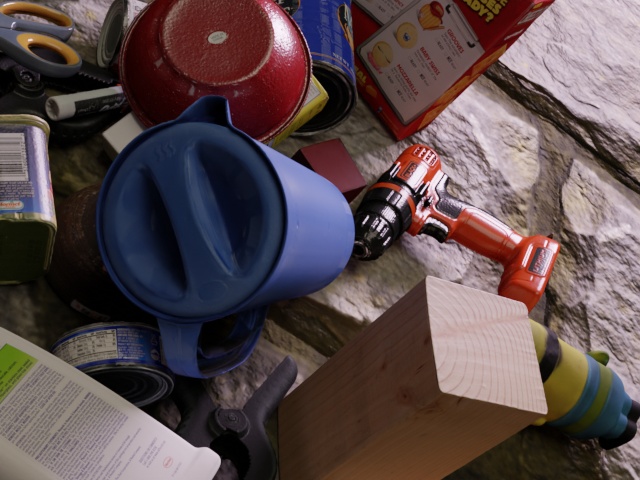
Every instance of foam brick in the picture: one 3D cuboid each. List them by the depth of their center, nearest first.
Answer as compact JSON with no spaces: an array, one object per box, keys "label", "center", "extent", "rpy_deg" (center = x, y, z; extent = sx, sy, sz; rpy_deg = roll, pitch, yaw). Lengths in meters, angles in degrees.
[{"label":"foam brick","center":[-0.007,-0.045,0.949],"extent":[0.051,0.078,0.053],"rpy_deg":[-18,71,-45]}]

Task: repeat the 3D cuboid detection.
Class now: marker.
[{"label":"marker","center":[-0.172,-0.117,0.877],"extent":[0.120,0.020,0.020],"rpy_deg":[-21,73,-48]}]

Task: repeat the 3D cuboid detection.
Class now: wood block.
[{"label":"wood block","center":[0.057,0.122,0.779],"extent":[0.090,0.206,0.090],"rpy_deg":[16,50,-26]}]

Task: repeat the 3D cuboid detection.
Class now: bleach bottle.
[{"label":"bleach bottle","center":[-0.189,0.103,0.662],"extent":[0.251,0.068,0.102],"rpy_deg":[38,40,-4]}]

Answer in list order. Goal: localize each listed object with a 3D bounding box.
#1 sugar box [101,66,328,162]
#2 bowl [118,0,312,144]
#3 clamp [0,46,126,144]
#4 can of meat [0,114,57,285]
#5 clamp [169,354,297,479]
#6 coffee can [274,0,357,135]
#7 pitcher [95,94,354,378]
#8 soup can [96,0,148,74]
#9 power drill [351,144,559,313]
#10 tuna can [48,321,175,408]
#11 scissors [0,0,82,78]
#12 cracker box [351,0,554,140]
[{"label":"sugar box","center":[-0.088,-0.100,0.903],"extent":[0.176,0.048,0.093],"rpy_deg":[-39,85,-15]},{"label":"bowl","center":[-0.084,-0.154,0.866],"extent":[0.162,0.055,0.162],"rpy_deg":[2,71,-6]},{"label":"clamp","center":[-0.250,-0.128,0.861],"extent":[0.209,0.036,0.164],"rpy_deg":[-11,63,-44]},{"label":"can of meat","center":[-0.221,-0.027,0.760],"extent":[0.057,0.102,0.084],"rpy_deg":[-3,62,-20]},{"label":"clamp","center":[-0.062,0.137,0.780],"extent":[0.120,0.039,0.171],"rpy_deg":[3,46,-20]},{"label":"coffee can","center":[-0.018,-0.187,1.029],"extent":[0.102,0.103,0.140],"rpy_deg":[18,50,-25]},{"label":"pitcher","center":[-0.055,0.001,0.791],"extent":[0.145,0.149,0.242],"rpy_deg":[52,11,12]},{"label":"soup can","center":[-0.140,-0.171,0.952],"extent":[0.102,0.069,0.068],"rpy_deg":[13,52,-28]},{"label":"power drill","center":[0.125,0.000,1.008],"extent":[0.187,0.057,0.184],"rpy_deg":[35,41,3]},{"label":"tuna can","center":[-0.144,0.090,0.741],"extent":[0.086,0.086,0.034],"rpy_deg":[10,55,-31]},{"label":"scissors","center":[-0.271,-0.162,0.834],"extent":[0.201,0.016,0.096],"rpy_deg":[-11,54,-48]},{"label":"cracker box","center":[0.108,-0.231,1.074],"extent":[0.164,0.214,0.071],"rpy_deg":[52,40,8]}]
